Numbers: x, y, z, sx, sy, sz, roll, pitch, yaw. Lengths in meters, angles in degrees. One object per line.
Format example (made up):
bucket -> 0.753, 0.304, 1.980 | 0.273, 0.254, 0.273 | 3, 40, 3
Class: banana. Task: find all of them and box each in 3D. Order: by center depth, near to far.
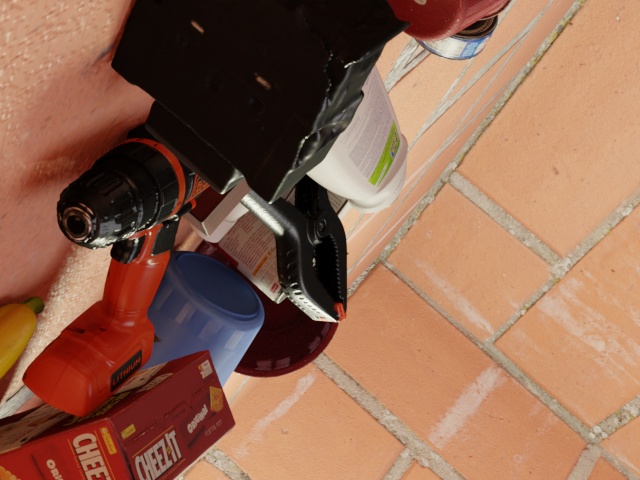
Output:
banana -> -0.237, 0.105, 0.651 | 0.197, 0.037, 0.070 | -47, 172, -19

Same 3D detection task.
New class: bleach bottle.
bleach bottle -> 0.023, -0.076, 0.872 | 0.102, 0.068, 0.250 | -63, 158, -10

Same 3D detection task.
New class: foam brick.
foam brick -> -0.077, -0.051, 0.768 | 0.078, 0.051, 0.053 | -48, 173, -9

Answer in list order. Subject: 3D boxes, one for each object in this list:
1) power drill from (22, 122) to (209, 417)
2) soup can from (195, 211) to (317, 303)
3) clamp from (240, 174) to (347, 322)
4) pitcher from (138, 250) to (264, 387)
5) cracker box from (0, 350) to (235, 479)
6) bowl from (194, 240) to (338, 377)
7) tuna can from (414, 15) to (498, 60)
power drill -> -0.125, 0.017, 0.666 | 0.188, 0.057, 0.184 | -63, 171, 26
soup can -> -0.057, 0.001, 0.999 | 0.068, 0.102, 0.068 | -48, 174, -7
clamp -> -0.011, -0.023, 0.927 | 0.164, 0.036, 0.210 | -57, 138, -41
pitcher -> -0.159, 0.126, 1.007 | 0.243, 0.149, 0.144 | -54, 155, 19
cracker box -> -0.189, 0.160, 0.768 | 0.214, 0.072, 0.164 | -20, -176, 20
bowl -> -0.056, 0.055, 1.081 | 0.162, 0.162, 0.055 | -50, 179, 9
tuna can -> 0.128, -0.219, 1.036 | 0.086, 0.086, 0.034 | -45, 171, -33
